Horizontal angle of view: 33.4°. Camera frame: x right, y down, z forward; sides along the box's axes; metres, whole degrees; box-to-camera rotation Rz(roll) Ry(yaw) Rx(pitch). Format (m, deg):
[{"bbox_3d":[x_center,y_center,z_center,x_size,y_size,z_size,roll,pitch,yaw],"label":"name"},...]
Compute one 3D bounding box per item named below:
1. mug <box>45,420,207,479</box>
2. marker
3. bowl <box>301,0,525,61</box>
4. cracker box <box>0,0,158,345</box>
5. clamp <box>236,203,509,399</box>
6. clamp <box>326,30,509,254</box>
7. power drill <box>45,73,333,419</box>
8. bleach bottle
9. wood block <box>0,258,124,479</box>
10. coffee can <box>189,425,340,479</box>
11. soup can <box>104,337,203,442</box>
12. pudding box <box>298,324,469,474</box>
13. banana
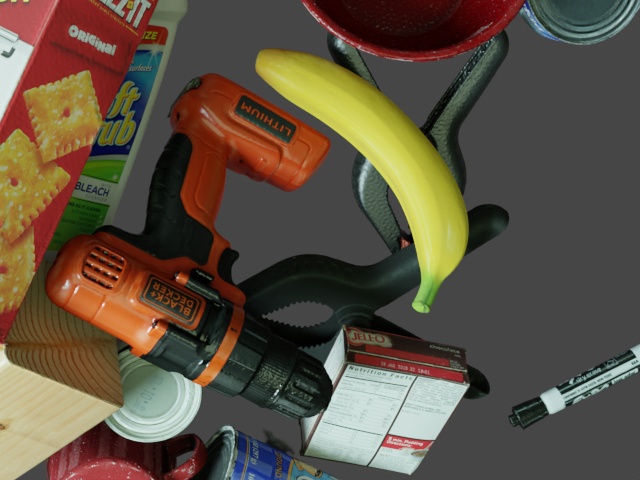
[{"bbox_3d":[-0.132,0.166,0.731,0.117,0.081,0.093,-20,106,-4],"label":"mug"},{"bbox_3d":[0.197,0.110,0.804,0.121,0.020,0.020,-26,106,-2],"label":"marker"},{"bbox_3d":[0.054,-0.181,0.674,0.162,0.055,0.162,1,79,-3],"label":"bowl"},{"bbox_3d":[-0.200,-0.070,0.588,0.072,0.164,0.213,33,77,-55],"label":"cracker box"},{"bbox_3d":[0.029,0.058,0.745,0.210,0.036,0.164,-8,124,2],"label":"clamp"},{"bbox_3d":[0.053,-0.071,0.727,0.120,0.039,0.171,12,104,0],"label":"clamp"},{"bbox_3d":[-0.054,0.001,0.662,0.184,0.057,0.187,30,54,-16],"label":"power drill"},{"bbox_3d":[-0.150,-0.098,0.662,0.102,0.068,0.251,13,102,-47],"label":"bleach bottle"},{"bbox_3d":[-0.227,0.101,0.648,0.206,0.090,0.090,-34,139,21],"label":"wood block"},{"bbox_3d":[-0.025,0.205,0.747,0.140,0.103,0.103,29,97,-15],"label":"coffee can"},{"bbox_3d":[-0.113,0.082,0.703,0.068,0.102,0.068,-2,104,-9],"label":"soup can"},{"bbox_3d":[0.042,0.113,0.745,0.090,0.039,0.114,13,130,-11],"label":"pudding box"},{"bbox_3d":[0.038,-0.053,0.678,0.069,0.037,0.198,-29,80,-29],"label":"banana"}]
